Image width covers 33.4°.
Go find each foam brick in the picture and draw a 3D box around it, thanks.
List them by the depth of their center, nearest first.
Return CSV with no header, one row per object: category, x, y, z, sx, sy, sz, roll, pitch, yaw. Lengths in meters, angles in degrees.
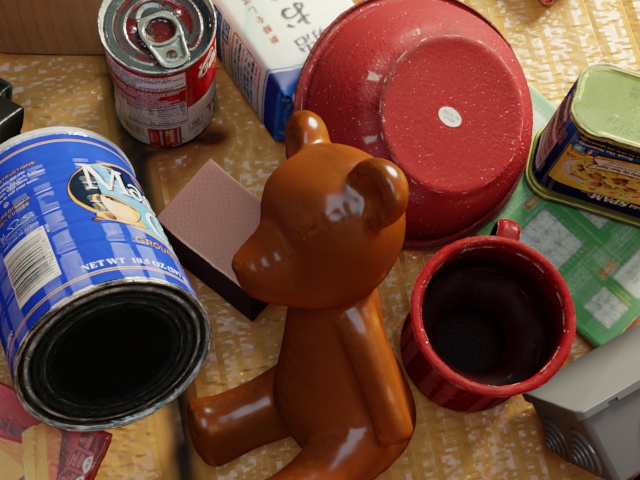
foam brick,-0.054,0.001,0.649,0.078,0.051,0.053,39,72,9

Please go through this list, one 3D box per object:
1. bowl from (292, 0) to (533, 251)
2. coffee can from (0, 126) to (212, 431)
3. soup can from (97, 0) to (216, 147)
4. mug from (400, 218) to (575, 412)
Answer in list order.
bowl,0.068,-0.073,0.635,0.162,0.055,0.162,-1,92,-18
coffee can,-0.130,0.018,0.580,0.102,0.103,0.140,-22,45,-13
soup can,-0.098,-0.108,0.657,0.068,0.102,0.068,2,70,-5
mug,0.095,0.043,0.629,0.093,0.081,0.117,14,69,0
